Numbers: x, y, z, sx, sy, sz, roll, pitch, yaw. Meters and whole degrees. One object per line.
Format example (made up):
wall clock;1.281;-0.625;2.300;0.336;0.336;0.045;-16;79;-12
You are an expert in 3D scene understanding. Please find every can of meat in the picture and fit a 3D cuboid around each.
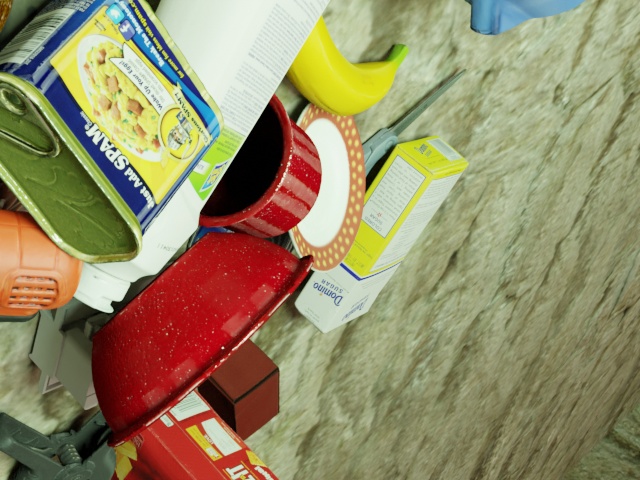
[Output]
can of meat;-0.099;-0.055;0.474;0.102;0.058;0.083;57;47;-30

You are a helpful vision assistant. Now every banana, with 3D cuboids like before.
banana;0.006;-0.123;0.712;0.197;0.037;0.069;13;87;-65

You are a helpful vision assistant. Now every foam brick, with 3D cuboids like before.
foam brick;-0.070;0.128;0.919;0.051;0.053;0.078;-36;153;-26

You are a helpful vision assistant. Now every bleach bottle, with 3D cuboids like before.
bleach bottle;-0.067;-0.077;0.566;0.251;0.068;0.102;-61;163;3

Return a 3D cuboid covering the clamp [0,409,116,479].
clamp;-0.175;0.154;0.781;0.120;0.039;0.172;-13;150;-19

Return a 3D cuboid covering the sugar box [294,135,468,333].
sugar box;0.051;-0.006;0.919;0.176;0.048;0.093;-54;163;24

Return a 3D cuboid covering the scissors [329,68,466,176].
scissors;0.044;-0.064;0.876;0.201;0.016;0.096;-34;153;-29

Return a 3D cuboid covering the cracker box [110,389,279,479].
cracker box;-0.122;0.237;0.856;0.071;0.164;0.214;-16;139;-47

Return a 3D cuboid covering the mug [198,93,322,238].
mug;-0.057;-0.040;0.668;0.117;0.093;0.081;-38;161;9

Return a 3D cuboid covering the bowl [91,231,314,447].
bowl;-0.080;0.045;0.623;0.162;0.055;0.162;-42;-175;4
